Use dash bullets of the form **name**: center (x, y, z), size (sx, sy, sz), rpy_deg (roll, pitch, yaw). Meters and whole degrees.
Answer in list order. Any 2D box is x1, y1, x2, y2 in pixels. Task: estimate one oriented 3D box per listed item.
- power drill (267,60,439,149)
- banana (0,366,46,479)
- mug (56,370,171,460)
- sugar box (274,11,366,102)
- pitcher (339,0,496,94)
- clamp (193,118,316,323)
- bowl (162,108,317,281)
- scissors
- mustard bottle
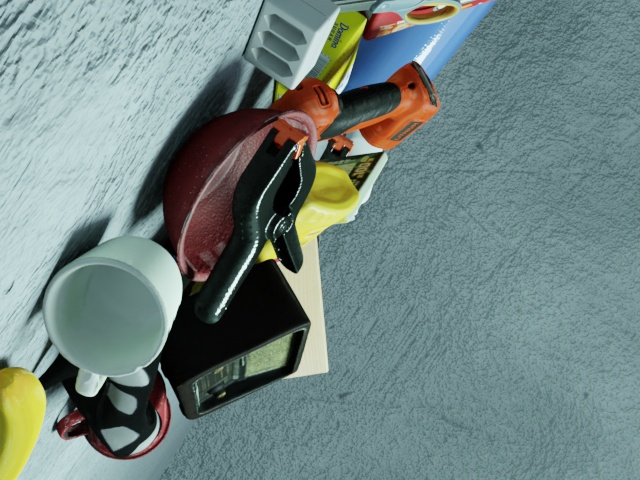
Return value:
- **power drill**: center (0.006, -0.101, 1.000), size (0.187, 0.057, 0.185), rpy_deg (-20, 171, -37)
- **banana**: center (-0.231, 0.146, 0.773), size (0.198, 0.037, 0.069), rpy_deg (-59, 177, 35)
- **mug**: center (-0.206, 0.167, 1.061), size (0.117, 0.093, 0.081), rpy_deg (-17, 158, -16)
- **sugar box**: center (-0.004, -0.163, 1.060), size (0.093, 0.048, 0.176), rpy_deg (-53, 175, -11)
- **pitcher**: center (0.101, -0.245, 1.196), size (0.243, 0.145, 0.149), rpy_deg (-54, 144, 13)
- **clamp**: center (-0.048, -0.011, 0.827), size (0.120, 0.039, 0.171), rpy_deg (-42, 152, -40)
- **bowl**: center (-0.074, -0.048, 0.849), size (0.162, 0.055, 0.162), rpy_deg (-44, 159, -23)
- **scissors**: center (0.069, -0.215, 0.916), size (0.096, 0.016, 0.201), rpy_deg (-34, 163, 38)
- **mustard bottle**: center (-0.056, 0.002, 1.001), size (0.192, 0.058, 0.096), rpy_deg (-38, 168, 31)
